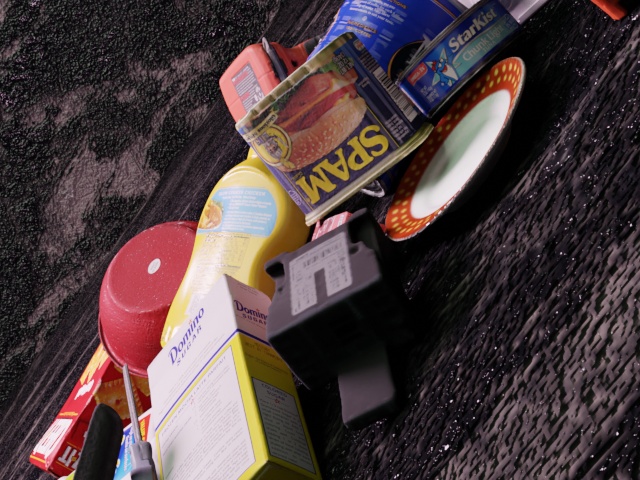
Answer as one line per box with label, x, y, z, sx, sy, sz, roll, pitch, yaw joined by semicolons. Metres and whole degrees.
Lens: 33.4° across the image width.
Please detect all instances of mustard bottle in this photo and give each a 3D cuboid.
mustard bottle;-0.055;0.001;0.818;0.096;0.058;0.191;2;70;42

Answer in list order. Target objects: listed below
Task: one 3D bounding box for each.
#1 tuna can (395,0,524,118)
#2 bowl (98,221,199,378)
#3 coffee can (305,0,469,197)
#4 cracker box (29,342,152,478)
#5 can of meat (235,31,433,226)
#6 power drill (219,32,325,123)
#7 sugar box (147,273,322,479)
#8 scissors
tuna can;0.092;-0.119;0.698;0.086;0.034;0.086;-42;-2;-2
bowl;-0.133;0.038;0.933;0.162;0.055;0.162;-12;51;15
coffee can;0.040;-0.118;0.784;0.140;0.102;0.103;-58;13;-7
cracker box;-0.218;0.156;1.125;0.213;0.072;0.164;-61;13;-18
can of meat;0.007;-0.073;0.689;0.102;0.084;0.057;-36;7;27
power drill;0.010;-0.156;0.917;0.187;0.057;0.185;-27;0;-21
sugar box;-0.055;0.106;0.628;0.093;0.048;0.176;-50;27;19
scissors;-0.115;0.134;0.677;0.096;0.016;0.202;90;164;-49
